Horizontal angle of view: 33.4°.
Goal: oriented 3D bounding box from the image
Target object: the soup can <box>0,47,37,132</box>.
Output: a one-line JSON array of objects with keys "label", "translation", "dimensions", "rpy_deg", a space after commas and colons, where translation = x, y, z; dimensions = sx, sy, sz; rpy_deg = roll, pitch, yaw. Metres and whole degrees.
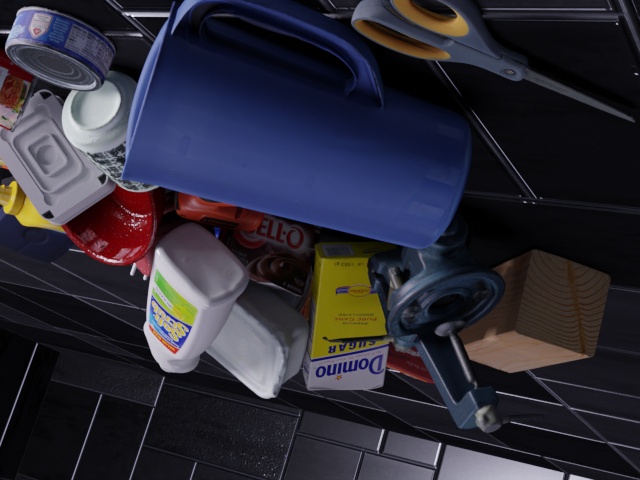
[{"label": "soup can", "translation": [-0.312, -0.148, 0.959], "dimensions": [0.102, 0.068, 0.069], "rpy_deg": [23, 164, -20]}]

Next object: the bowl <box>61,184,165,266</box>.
[{"label": "bowl", "translation": [-0.215, -0.057, 1.112], "dimensions": [0.162, 0.162, 0.055], "rpy_deg": [7, -154, 35]}]

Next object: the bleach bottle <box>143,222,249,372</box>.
[{"label": "bleach bottle", "translation": [-0.148, 0.086, 1.184], "dimensions": [0.103, 0.068, 0.251], "rpy_deg": [44, 148, 15]}]

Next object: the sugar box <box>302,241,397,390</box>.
[{"label": "sugar box", "translation": [0.034, 0.087, 1.209], "dimensions": [0.093, 0.176, 0.048], "rpy_deg": [0, -155, -10]}]

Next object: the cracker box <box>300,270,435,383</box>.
[{"label": "cracker box", "translation": [0.055, 0.105, 1.372], "dimensions": [0.164, 0.072, 0.214], "rpy_deg": [23, -179, -20]}]

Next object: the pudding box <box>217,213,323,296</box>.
[{"label": "pudding box", "translation": [-0.058, 0.002, 1.178], "dimensions": [0.113, 0.090, 0.039], "rpy_deg": [27, 164, -36]}]

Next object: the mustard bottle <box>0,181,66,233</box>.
[{"label": "mustard bottle", "translation": [-0.316, -0.035, 1.334], "dimensions": [0.191, 0.058, 0.096], "rpy_deg": [16, -170, -31]}]

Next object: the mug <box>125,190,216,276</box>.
[{"label": "mug", "translation": [-0.170, -0.015, 1.191], "dimensions": [0.081, 0.093, 0.117], "rpy_deg": [-22, 164, -22]}]

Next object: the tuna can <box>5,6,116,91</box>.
[{"label": "tuna can", "translation": [-0.215, -0.157, 0.884], "dimensions": [0.086, 0.033, 0.086], "rpy_deg": [16, 165, 4]}]

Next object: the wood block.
[{"label": "wood block", "translation": [0.220, 0.082, 1.158], "dimensions": [0.090, 0.091, 0.206], "rpy_deg": [18, 165, -8]}]

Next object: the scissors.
[{"label": "scissors", "translation": [0.119, -0.121, 0.675], "dimensions": [0.202, 0.016, 0.096], "rpy_deg": [17, 165, 1]}]

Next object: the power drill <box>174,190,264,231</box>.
[{"label": "power drill", "translation": [-0.046, -0.045, 1.048], "dimensions": [0.184, 0.057, 0.188], "rpy_deg": [16, 168, -31]}]

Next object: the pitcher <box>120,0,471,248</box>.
[{"label": "pitcher", "translation": [-0.014, -0.083, 0.778], "dimensions": [0.242, 0.145, 0.149], "rpy_deg": [16, 178, -11]}]
